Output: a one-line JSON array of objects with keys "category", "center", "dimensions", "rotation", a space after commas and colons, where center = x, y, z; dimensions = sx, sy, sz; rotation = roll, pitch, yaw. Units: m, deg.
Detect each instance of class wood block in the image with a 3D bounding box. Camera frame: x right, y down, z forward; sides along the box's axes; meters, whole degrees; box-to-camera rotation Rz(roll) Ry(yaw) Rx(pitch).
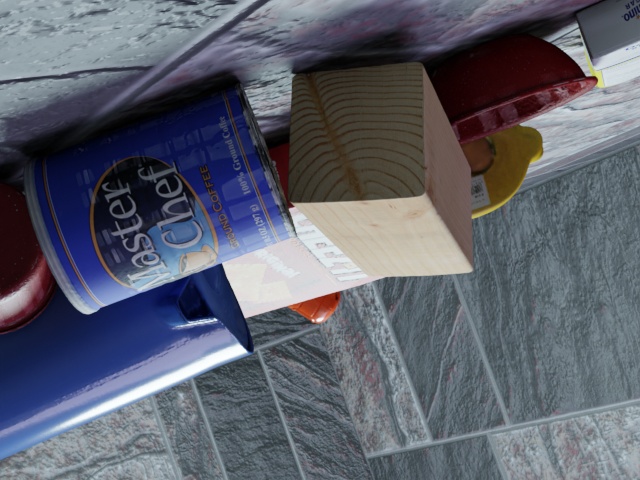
[{"category": "wood block", "center": [0.050, -0.041, 0.765], "dimensions": [0.090, 0.091, 0.206], "rotation": [-3, 165, 16]}]

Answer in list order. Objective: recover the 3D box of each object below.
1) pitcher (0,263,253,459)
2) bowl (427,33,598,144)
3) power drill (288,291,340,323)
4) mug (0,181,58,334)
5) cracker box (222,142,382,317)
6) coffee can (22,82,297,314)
[{"category": "pitcher", "center": [-0.180, 0.070, 0.784], "dimensions": [0.243, 0.145, 0.149], "rotation": [-26, 148, 2]}, {"category": "bowl", "center": [0.135, -0.121, 0.852], "dimensions": [0.162, 0.055, 0.162], "rotation": [-20, 176, -2]}, {"category": "power drill", "center": [-0.068, 0.022, 1.159], "dimensions": [0.057, 0.184, 0.187], "rotation": [-55, -177, -1]}, {"category": "mug", "center": [-0.225, 0.005, 0.675], "dimensions": [0.117, 0.093, 0.082], "rotation": [17, 164, -7]}, {"category": "cracker box", "center": [-0.056, 0.001, 0.936], "dimensions": [0.214, 0.072, 0.164], "rotation": [-16, 149, 17]}, {"category": "coffee can", "center": [-0.097, -0.026, 0.662], "dimensions": [0.140, 0.103, 0.103], "rotation": [-20, 176, 1]}]
